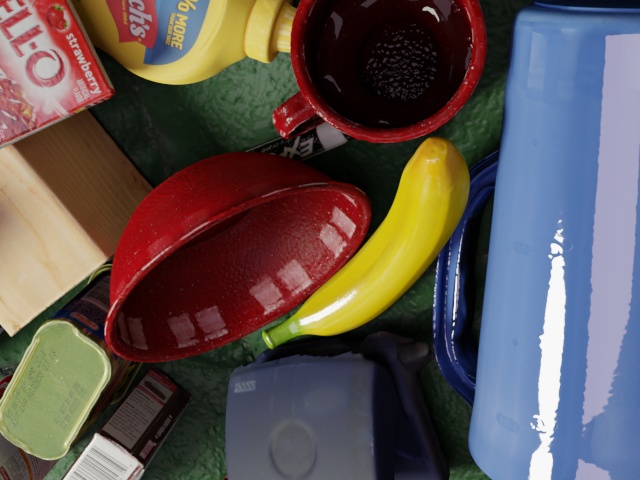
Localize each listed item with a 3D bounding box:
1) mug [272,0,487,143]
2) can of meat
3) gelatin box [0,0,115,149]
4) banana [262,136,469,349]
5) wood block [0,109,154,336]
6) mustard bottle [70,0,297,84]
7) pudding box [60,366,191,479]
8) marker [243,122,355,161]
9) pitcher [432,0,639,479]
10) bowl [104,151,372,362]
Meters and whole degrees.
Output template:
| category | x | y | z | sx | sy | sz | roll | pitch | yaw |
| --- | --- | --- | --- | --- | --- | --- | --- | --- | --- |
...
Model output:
| category | x | y | z | sx | sy | sz | roll | pitch | yaw |
| --- | --- | --- | --- | --- | --- | --- | --- | --- | --- |
| mug | 0.028 | -0.087 | 0.541 | 0.117 | 0.081 | 0.093 | -35 | 86 | 9 |
| can of meat | -0.148 | 0.075 | 0.661 | 0.057 | 0.083 | 0.102 | 33 | 114 | 1 |
| gelatin box | -0.157 | -0.100 | 0.545 | 0.073 | 0.030 | 0.089 | -25 | 98 | -2 |
| banana | 0.037 | 0.006 | 0.582 | 0.037 | 0.069 | 0.198 | 52 | 137 | 15 |
| wood block | -0.200 | -0.061 | 0.620 | 0.090 | 0.090 | 0.206 | -36 | 98 | 24 |
| mustard bottle | -0.092 | -0.138 | 0.580 | 0.191 | 0.058 | 0.096 | 19 | 102 | 7 |
| pudding box | -0.138 | 0.146 | 0.682 | 0.039 | 0.090 | 0.114 | 39 | 114 | -4 |
| marker | -0.015 | -0.053 | 0.612 | 0.121 | 0.020 | 0.020 | -20 | 104 | 21 |
| pitcher | 0.137 | 0.002 | 0.542 | 0.149 | 0.145 | 0.243 | 0 | 107 | 2 |
| bowl | -0.054 | 0.001 | 0.590 | 0.162 | 0.161 | 0.055 | -42 | 64 | 24 |
